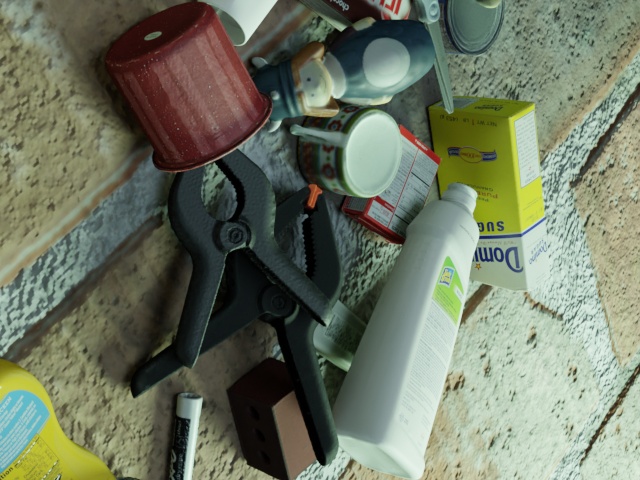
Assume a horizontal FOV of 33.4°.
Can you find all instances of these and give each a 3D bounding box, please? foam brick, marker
[{"bbox_3d":[-0.033,0.145,0.864,0.051,0.053,0.078,-32,121,-37],"label":"foam brick"},{"bbox_3d":[-0.107,0.177,0.819,0.020,0.020,0.121,1,99,-46],"label":"marker"}]

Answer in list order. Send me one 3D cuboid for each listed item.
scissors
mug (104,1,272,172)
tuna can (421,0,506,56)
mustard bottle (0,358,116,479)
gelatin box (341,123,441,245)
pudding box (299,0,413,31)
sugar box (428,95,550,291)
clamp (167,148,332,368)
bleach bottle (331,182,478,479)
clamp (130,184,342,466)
[{"bbox_3d":[0.074,-0.191,0.862,0.096,0.016,0.202,-24,118,-42],"label":"scissors"},{"bbox_3d":[-0.089,-0.113,0.723,0.081,0.093,0.117,62,27,-30],"label":"mug"},{"bbox_3d":[0.128,-0.209,0.955,0.085,0.034,0.086,-14,110,-44],"label":"tuna can"},{"bbox_3d":[-0.208,0.131,0.672,0.096,0.058,0.191,-47,130,-27],"label":"mustard bottle"},{"bbox_3d":[0.062,-0.049,0.932,0.073,0.030,0.089,31,78,-47],"label":"gelatin box"},{"bbox_3d":[0.032,-0.213,0.850,0.113,0.039,0.090,23,83,-47],"label":"pudding box"},{"bbox_3d":[0.156,-0.043,0.985,0.048,0.093,0.176,-29,119,-38],"label":"sugar box"},{"bbox_3d":[-0.055,0.001,0.777,0.120,0.039,0.171,-7,92,-25],"label":"clamp"},{"bbox_3d":[0.085,0.068,0.912,0.102,0.068,0.250,51,55,-51],"label":"bleach bottle"},{"bbox_3d":[-0.047,0.052,0.814,0.164,0.036,0.210,16,73,-16],"label":"clamp"}]
